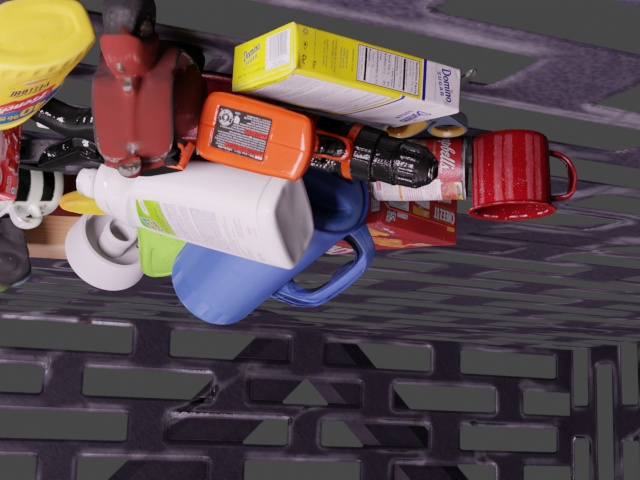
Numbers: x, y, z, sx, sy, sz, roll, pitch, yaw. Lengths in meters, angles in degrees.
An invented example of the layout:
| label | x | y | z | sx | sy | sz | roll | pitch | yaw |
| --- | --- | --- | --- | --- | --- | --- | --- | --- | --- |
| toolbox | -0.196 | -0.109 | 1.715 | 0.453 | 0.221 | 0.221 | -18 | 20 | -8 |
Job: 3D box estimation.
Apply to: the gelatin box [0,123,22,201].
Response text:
| label | x | y | z | sx | sy | sz | roll | pitch | yaw |
| --- | --- | --- | --- | --- | --- | --- | --- | --- | --- |
| gelatin box | -0.340 | -0.091 | 1.091 | 0.030 | 0.089 | 0.073 | -2 | 169 | 20 |

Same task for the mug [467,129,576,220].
| label | x | y | z | sx | sy | sz | roll | pitch | yaw |
| --- | --- | --- | --- | --- | --- | --- | --- | --- | --- |
| mug | 0.214 | -0.069 | 1.134 | 0.117 | 0.081 | 0.093 | 0 | 170 | 0 |

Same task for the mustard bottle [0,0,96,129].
| label | x | y | z | sx | sy | sz | roll | pitch | yaw |
| --- | --- | --- | --- | --- | --- | --- | --- | --- | --- |
| mustard bottle | -0.253 | -0.133 | 0.867 | 0.096 | 0.058 | 0.192 | -24 | 180 | -30 |

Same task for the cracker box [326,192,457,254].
| label | x | y | z | sx | sy | sz | roll | pitch | yaw |
| --- | --- | --- | --- | --- | --- | --- | --- | --- | --- |
| cracker box | 0.048 | -0.029 | 1.416 | 0.214 | 0.072 | 0.163 | -6 | 166 | 41 |

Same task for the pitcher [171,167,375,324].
| label | x | y | z | sx | sy | sz | roll | pitch | yaw |
| --- | --- | --- | --- | --- | --- | --- | --- | --- | --- |
| pitcher | -0.058 | 0.001 | 1.166 | 0.144 | 0.149 | 0.243 | 11 | 143 | -32 |

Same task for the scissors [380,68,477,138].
| label | x | y | z | sx | sy | sz | roll | pitch | yaw |
| --- | --- | --- | --- | --- | --- | --- | --- | --- | --- |
| scissors | 0.128 | -0.127 | 1.022 | 0.096 | 0.016 | 0.202 | 5 | 169 | -25 |

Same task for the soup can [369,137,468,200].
| label | x | y | z | sx | sy | sz | roll | pitch | yaw |
| --- | --- | --- | --- | --- | --- | --- | --- | --- | --- |
| soup can | 0.108 | -0.077 | 1.155 | 0.102 | 0.068 | 0.068 | 0 | 170 | 12 |

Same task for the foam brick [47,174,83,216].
| label | x | y | z | sx | sy | sz | roll | pitch | yaw |
| --- | --- | --- | --- | --- | --- | --- | --- | --- | --- |
| foam brick | -0.320 | -0.062 | 1.352 | 0.053 | 0.051 | 0.078 | 3 | 170 | -12 |

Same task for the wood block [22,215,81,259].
| label | x | y | z | sx | sy | sz | roll | pitch | yaw |
| --- | --- | --- | --- | --- | --- | --- | --- | --- | --- |
| wood block | -0.384 | -0.028 | 1.442 | 0.206 | 0.091 | 0.090 | 4 | 169 | -11 |

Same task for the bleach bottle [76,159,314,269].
| label | x | y | z | sx | sy | sz | roll | pitch | yaw |
| --- | --- | --- | --- | --- | --- | --- | --- | --- | --- |
| bleach bottle | -0.134 | -0.042 | 1.042 | 0.251 | 0.068 | 0.102 | 13 | 143 | 25 |

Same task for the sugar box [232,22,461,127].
| label | x | y | z | sx | sy | sz | roll | pitch | yaw |
| --- | --- | --- | --- | --- | --- | --- | --- | --- | --- |
| sugar box | 0.024 | -0.137 | 0.903 | 0.175 | 0.048 | 0.094 | 5 | 173 | -35 |

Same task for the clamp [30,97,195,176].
| label | x | y | z | sx | sy | sz | roll | pitch | yaw |
| --- | --- | --- | --- | --- | --- | --- | --- | --- | --- |
| clamp | -0.217 | -0.102 | 0.984 | 0.210 | 0.036 | 0.164 | 11 | 158 | 26 |

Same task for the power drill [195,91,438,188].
| label | x | y | z | sx | sy | sz | roll | pitch | yaw |
| --- | --- | --- | --- | --- | --- | --- | --- | --- | --- |
| power drill | -0.006 | -0.081 | 0.917 | 0.185 | 0.057 | 0.187 | 15 | -173 | 22 |

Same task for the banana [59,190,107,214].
| label | x | y | z | sx | sy | sz | roll | pitch | yaw |
| --- | --- | --- | --- | --- | --- | --- | --- | --- | --- |
| banana | -0.210 | -0.064 | 1.278 | 0.197 | 0.037 | 0.069 | -17 | 156 | -3 |

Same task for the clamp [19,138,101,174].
| label | x | y | z | sx | sy | sz | roll | pitch | yaw |
| --- | --- | --- | --- | --- | --- | --- | --- | --- | --- |
| clamp | -0.281 | -0.092 | 1.220 | 0.171 | 0.039 | 0.120 | 4 | 165 | -29 |
